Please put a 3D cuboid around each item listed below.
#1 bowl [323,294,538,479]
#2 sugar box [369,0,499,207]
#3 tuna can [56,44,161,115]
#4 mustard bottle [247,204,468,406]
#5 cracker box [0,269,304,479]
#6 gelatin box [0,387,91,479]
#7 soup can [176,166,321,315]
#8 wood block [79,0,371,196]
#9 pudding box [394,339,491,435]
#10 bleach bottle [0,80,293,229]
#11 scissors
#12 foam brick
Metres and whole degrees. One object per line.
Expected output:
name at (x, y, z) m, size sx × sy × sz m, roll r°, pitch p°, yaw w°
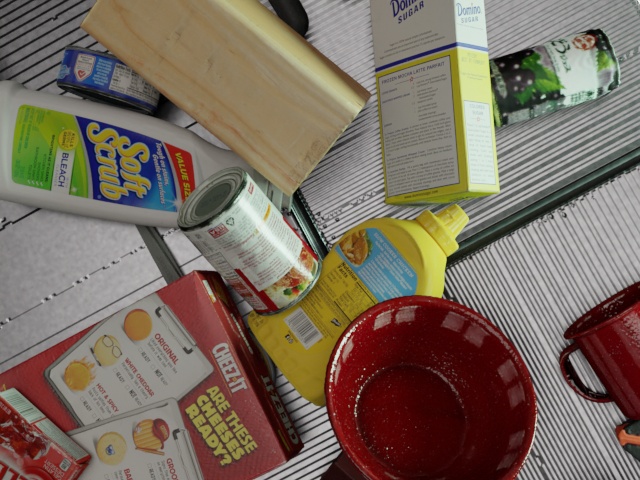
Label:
bowl at (0.075, 0.124, 0.791) m, size 0.162 × 0.055 × 0.162 m, roll 6°, pitch 62°, yaw -12°
sugar box at (0.090, -0.119, 0.850) m, size 0.094 × 0.048 × 0.176 m, roll -8°, pitch 81°, yaw 48°
tuna can at (-0.173, -0.131, 0.881) m, size 0.086 × 0.086 × 0.034 m, roll 16°, pitch 89°, yaw 7°
mustard bottle at (0.040, 0.038, 0.856) m, size 0.191 × 0.058 × 0.096 m, roll -40°, pitch 61°, yaw 2°
cracker box at (-0.144, 0.142, 0.853) m, size 0.214 × 0.072 × 0.164 m, roll -28°, pitch 84°, yaw 11°
gelatin box at (-0.231, 0.169, 0.818) m, size 0.089 × 0.030 × 0.073 m, roll 38°, pitch 100°, yaw 12°
soup can at (-0.055, 0.001, 0.832) m, size 0.068 × 0.068 × 0.102 m, roll -39°, pitch 118°, yaw 2°
wood block at (-0.070, -0.140, 0.841) m, size 0.206 × 0.090 × 0.090 m, roll 39°, pitch 109°, yaw -2°
pudding box at (0.102, 0.125, 0.855) m, size 0.090 × 0.039 × 0.113 m, roll -38°, pitch 81°, yaw 3°
bleach bottle at (-0.146, -0.064, 0.882) m, size 0.251 × 0.068 × 0.102 m, roll 8°, pitch 91°, yaw 2°
scissors at (-0.122, 0.067, 0.896) m, size 0.202 × 0.016 × 0.096 m, roll 43°, pitch 96°, yaw 13°
foam brick at (0.037, 0.180, 0.831) m, size 0.053 × 0.078 × 0.051 m, roll 40°, pitch 63°, yaw 7°
